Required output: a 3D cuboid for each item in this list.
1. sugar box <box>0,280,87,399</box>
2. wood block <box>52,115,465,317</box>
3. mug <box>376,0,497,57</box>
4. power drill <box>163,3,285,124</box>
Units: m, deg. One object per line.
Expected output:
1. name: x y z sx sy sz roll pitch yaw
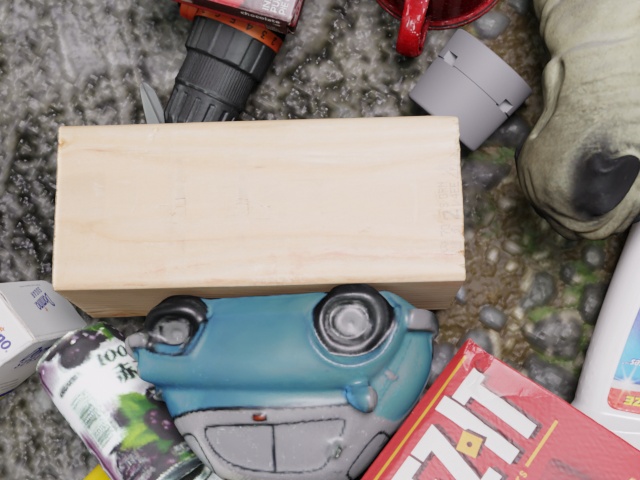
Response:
1. sugar box: -0.226 0.091 0.616 0.176 0.093 0.048 -40 85 4
2. wood block: -0.030 -0.011 0.580 0.206 0.091 0.090 -1 77 1
3. mug: 0.062 -0.160 0.591 0.093 0.081 0.117 18 91 6
4. power drill: -0.102 -0.163 0.624 0.187 0.057 0.184 25 88 3
